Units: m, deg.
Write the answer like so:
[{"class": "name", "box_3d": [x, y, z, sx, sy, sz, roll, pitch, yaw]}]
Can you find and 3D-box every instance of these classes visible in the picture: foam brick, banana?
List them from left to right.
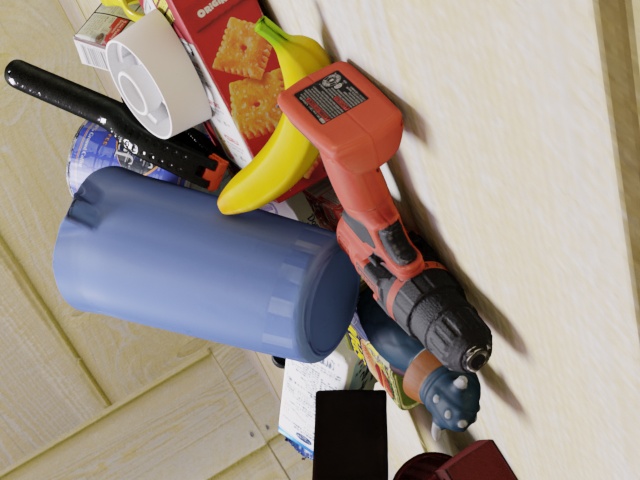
[{"class": "banana", "box_3d": [-0.028, -0.083, 0.787, 0.069, 0.037, 0.198, 19, 137, 0]}, {"class": "foam brick", "box_3d": [0.143, 0.220, 0.933, 0.078, 0.051, 0.053, 58, 170, 10]}]

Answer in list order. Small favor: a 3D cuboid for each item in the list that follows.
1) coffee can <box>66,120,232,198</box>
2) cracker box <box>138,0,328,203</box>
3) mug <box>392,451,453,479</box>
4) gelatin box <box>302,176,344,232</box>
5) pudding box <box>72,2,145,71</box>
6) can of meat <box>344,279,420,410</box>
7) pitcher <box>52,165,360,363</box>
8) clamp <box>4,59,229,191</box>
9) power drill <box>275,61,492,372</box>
[{"class": "coffee can", "box_3d": [-0.162, -0.065, 1.049, 0.140, 0.102, 0.103, 15, 150, 22]}, {"class": "cracker box", "box_3d": [-0.076, -0.147, 0.904, 0.213, 0.072, 0.164, 64, 169, -17]}, {"class": "mug", "box_3d": [0.133, 0.263, 1.047, 0.117, 0.093, 0.082, 30, 168, -7]}, {"class": "gelatin box", "box_3d": [0.022, -0.011, 0.924, 0.073, 0.030, 0.089, 63, 170, -21]}, {"class": "pudding box", "box_3d": [-0.166, -0.199, 1.022, 0.114, 0.090, 0.039, 19, 150, 21]}, {"class": "can of meat", "box_3d": [0.064, 0.091, 0.945, 0.084, 0.057, 0.102, 50, 167, 33]}, {"class": "pitcher", "box_3d": [-0.090, 0.026, 0.909, 0.243, 0.149, 0.145, 14, 118, 26]}, {"class": "clamp", "box_3d": [-0.158, -0.106, 0.962, 0.210, 0.036, 0.164, 31, -162, 21]}, {"class": "power drill", "box_3d": [0.044, -0.015, 0.721, 0.185, 0.057, 0.187, 49, 165, 49]}]
